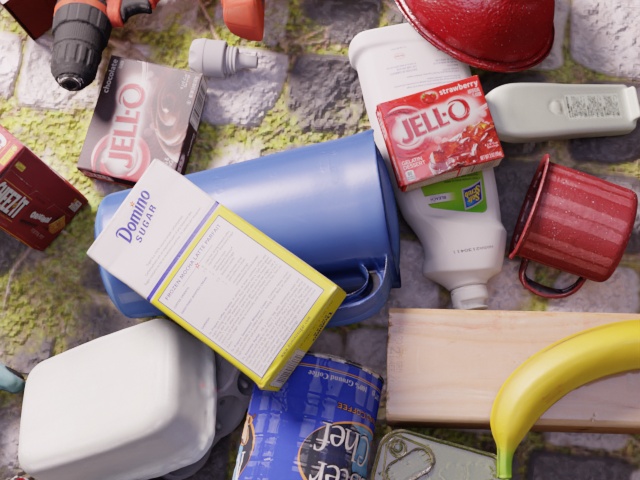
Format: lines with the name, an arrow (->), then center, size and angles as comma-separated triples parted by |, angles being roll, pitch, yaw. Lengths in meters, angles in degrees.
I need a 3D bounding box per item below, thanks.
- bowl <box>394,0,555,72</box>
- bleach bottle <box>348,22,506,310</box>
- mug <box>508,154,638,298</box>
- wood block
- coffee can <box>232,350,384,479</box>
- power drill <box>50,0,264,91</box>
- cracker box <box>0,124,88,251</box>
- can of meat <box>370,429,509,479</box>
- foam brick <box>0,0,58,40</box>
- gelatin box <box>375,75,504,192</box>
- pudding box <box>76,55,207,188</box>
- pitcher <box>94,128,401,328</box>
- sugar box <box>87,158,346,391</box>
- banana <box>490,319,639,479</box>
bowl -> 0.142, -0.223, 0.918 | 0.162, 0.055, 0.162 | 11, 53, -15
bleach bottle -> 0.096, -0.060, 0.917 | 0.102, 0.068, 0.251 | -10, 77, -3
mug -> 0.206, -0.004, 0.887 | 0.081, 0.093, 0.117 | 19, 109, 4
wood block -> 0.157, 0.106, 0.856 | 0.206, 0.091, 0.090 | 1, 77, 5
coffee can -> -0.013, 0.166, 0.821 | 0.103, 0.103, 0.140 | 9, 69, 7
power drill -> -0.145, -0.212, 0.954 | 0.187, 0.057, 0.184 | -2, 58, 5
cracker box -> -0.319, -0.092, 0.909 | 0.214, 0.164, 0.072 | 38, 84, 13
can of meat -> 0.093, 0.189, 0.844 | 0.102, 0.084, 0.057 | 14, 78, 8
foam brick -> -0.273, -0.233, 0.984 | 0.051, 0.078, 0.053 | -41, 76, -4
gelatin box -> 0.097, -0.087, 0.875 | 0.089, 0.030, 0.073 | -16, 80, -4
pudding box -> -0.159, -0.102, 0.961 | 0.090, 0.039, 0.113 | 13, 77, 9
pitcher -> -0.056, 0.001, 0.879 | 0.243, 0.149, 0.145 | -11, 94, 6
sugar box -> -0.078, 0.025, 0.800 | 0.176, 0.048, 0.093 | 36, 88, 18
banana -> 0.201, 0.100, 0.789 | 0.198, 0.037, 0.069 | -29, 94, -1
